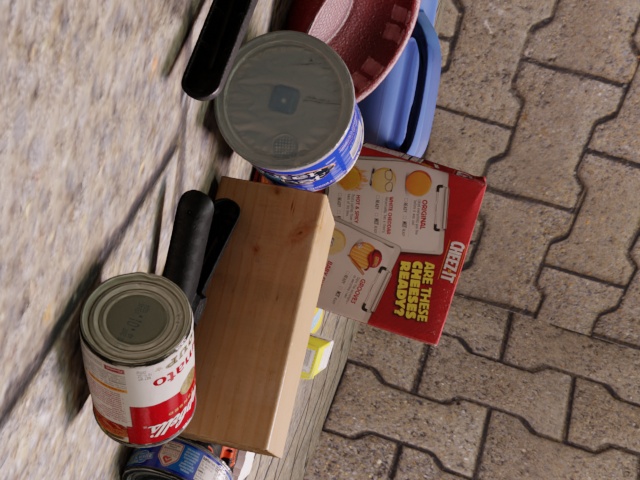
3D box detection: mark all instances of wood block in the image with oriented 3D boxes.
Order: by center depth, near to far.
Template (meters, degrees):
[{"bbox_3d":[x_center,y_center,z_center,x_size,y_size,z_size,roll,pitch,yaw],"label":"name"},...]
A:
[{"bbox_3d":[-0.056,0.064,0.868,0.091,0.090,0.206,67,34,-74],"label":"wood block"}]

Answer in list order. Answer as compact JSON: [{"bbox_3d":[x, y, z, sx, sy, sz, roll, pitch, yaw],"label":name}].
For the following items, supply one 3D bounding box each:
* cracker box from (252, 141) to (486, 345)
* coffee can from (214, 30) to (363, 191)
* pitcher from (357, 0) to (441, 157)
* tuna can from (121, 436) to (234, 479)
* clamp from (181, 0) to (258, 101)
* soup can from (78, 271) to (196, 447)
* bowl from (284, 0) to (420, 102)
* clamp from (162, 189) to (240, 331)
[{"bbox_3d":[0.035,-0.012,1.029,0.072,0.214,0.164,-45,152,-76],"label":"cracker box"},{"bbox_3d":[-0.020,-0.096,0.836,0.140,0.103,0.103,36,71,-83],"label":"coffee can"},{"bbox_3d":[0.060,-0.199,1.102,0.145,0.149,0.243,-53,156,-72],"label":"pitcher"},{"bbox_3d":[-0.115,0.192,0.857,0.086,0.086,0.033,99,13,-52],"label":"tuna can"},{"bbox_3d":[-0.043,-0.188,0.696,0.209,0.036,0.165,-60,165,-65],"label":"clamp"},{"bbox_3d":[-0.111,0.074,0.661,0.102,0.068,0.068,97,12,-52],"label":"soup can"},{"bbox_3d":[0.019,-0.196,0.963,0.161,0.055,0.162,-37,150,-27],"label":"bowl"},{"bbox_3d":[-0.101,0.040,0.792,0.120,0.039,0.171,-19,131,-74],"label":"clamp"}]
